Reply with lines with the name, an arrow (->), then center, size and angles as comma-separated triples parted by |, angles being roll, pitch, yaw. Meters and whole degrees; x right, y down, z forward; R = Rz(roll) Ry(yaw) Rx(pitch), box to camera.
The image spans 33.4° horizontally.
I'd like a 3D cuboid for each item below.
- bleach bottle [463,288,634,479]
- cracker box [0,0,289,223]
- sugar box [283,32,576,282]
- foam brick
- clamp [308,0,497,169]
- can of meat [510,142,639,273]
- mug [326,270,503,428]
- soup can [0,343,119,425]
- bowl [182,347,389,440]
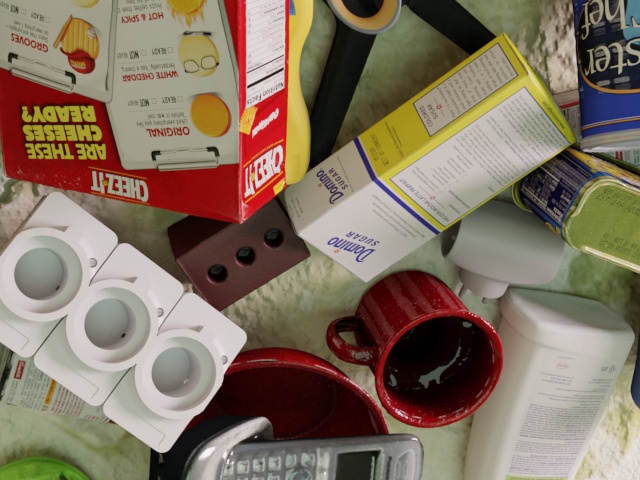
bleach bottle -> 0.155, 0.164, 0.836 | 0.102, 0.068, 0.251 | 9, 113, -18
cracker box -> -0.101, -0.131, 0.593 | 0.164, 0.072, 0.214 | 12, 116, 22
sugar box -> 0.071, -0.049, 0.694 | 0.176, 0.048, 0.093 | -32, 143, 18
foam brick -> -0.055, 0.001, 0.714 | 0.078, 0.051, 0.053 | -32, 117, 0
clamp -> 0.053, -0.158, 0.680 | 0.164, 0.036, 0.210 | -13, 113, -7
can of meat -> 0.192, -0.022, 0.715 | 0.102, 0.084, 0.057 | 18, 107, -20
mug -> 0.060, 0.073, 0.759 | 0.117, 0.081, 0.093 | 2, 112, -16
soup can -> -0.161, 0.085, 0.714 | 0.102, 0.068, 0.068 | 15, 108, -20
bowl -> -0.033, 0.129, 0.761 | 0.162, 0.055, 0.162 | 0, 125, 0
